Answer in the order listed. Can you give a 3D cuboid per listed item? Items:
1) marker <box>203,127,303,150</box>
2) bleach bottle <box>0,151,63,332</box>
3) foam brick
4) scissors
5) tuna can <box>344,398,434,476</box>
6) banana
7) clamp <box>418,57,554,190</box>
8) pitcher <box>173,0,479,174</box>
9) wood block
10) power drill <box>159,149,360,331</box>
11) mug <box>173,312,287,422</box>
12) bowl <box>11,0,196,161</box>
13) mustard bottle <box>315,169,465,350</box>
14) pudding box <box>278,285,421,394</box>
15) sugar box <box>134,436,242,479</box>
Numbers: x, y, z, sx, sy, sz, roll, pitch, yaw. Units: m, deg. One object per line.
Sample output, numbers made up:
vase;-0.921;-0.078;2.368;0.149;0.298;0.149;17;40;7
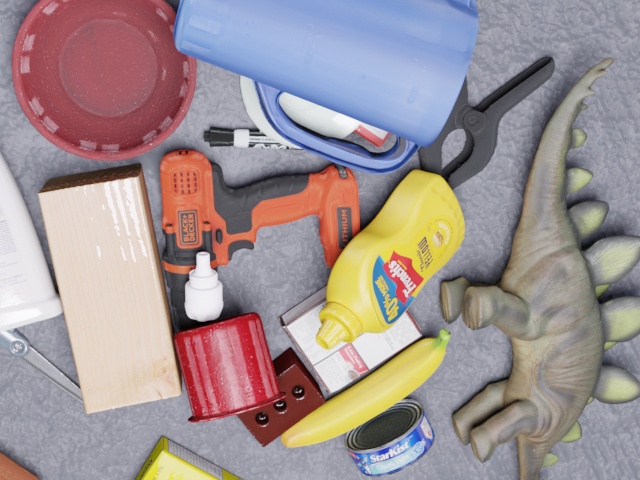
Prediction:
marker;-0.050;-0.096;1.014;0.121;0.020;0.020;1;101;-8
bleach bottle;-0.313;-0.042;0.962;0.102;0.068;0.251;-15;95;-13
foam brick;-0.042;0.154;1.049;0.078;0.051;0.053;-37;104;1
scissors;-0.287;0.081;1.021;0.201;0.016;0.096;27;97;-12
tuna can;0.069;0.195;1.055;0.086;0.086;0.034;-27;105;-2
banana;0.050;0.147;1.056;0.198;0.037;0.069;-36;146;7
clamp;0.135;-0.128;1.022;0.120;0.039;0.171;30;96;-11
pitcher;0.001;-0.167;0.911;0.242;0.145;0.149;17;68;-6
wood block;-0.191;0.041;0.988;0.090;0.090;0.206;-11;103;-5
power drill;-0.057;0.001;1.013;0.187;0.057;0.184;-5;110;-8
mug;-0.084;0.113;0.980;0.093;0.117;0.081;-15;89;7
bowl;-0.193;-0.155;0.965;0.162;0.055;0.162;-1;102;-7
mustard bottle;0.058;0.028;0.985;0.191;0.058;0.096;-48;137;-27
pudding box;0.030;0.085;1.052;0.113;0.039;0.090;-34;103;-2
sugar box;-0.107;0.281;1.070;0.176;0.048;0.093;31;96;-11
